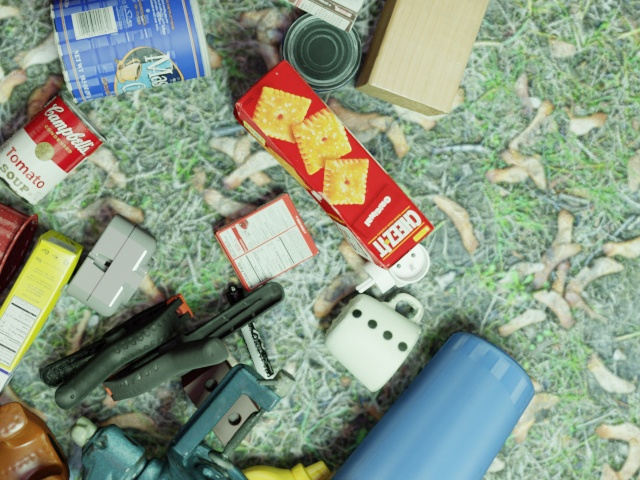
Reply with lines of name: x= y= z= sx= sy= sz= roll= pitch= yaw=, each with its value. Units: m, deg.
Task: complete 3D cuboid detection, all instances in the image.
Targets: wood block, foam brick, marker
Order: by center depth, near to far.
wood block: x=0.116 y=-0.241 z=1.101 sx=0.090 sy=0.091 sz=0.206 roll=19 pitch=92 yaw=-8
foam brick: x=-0.104 y=0.166 z=1.127 sx=0.053 sy=0.051 sz=0.078 roll=-35 pitch=98 yaw=-4
marker: x=-0.074 y=0.104 z=1.142 sx=0.020 sy=0.020 sz=0.121 roll=-21 pitch=97 yaw=-5

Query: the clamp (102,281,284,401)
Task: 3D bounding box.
clamp: x=-0.136 y=0.111 z=1.089 sx=0.210 sy=0.164 sz=0.036 roll=-28 pitch=97 yaw=32

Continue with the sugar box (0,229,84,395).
sugar box: x=-0.300 y=0.078 z=1.075 sx=0.048 sy=0.093 sz=0.176 roll=27 pitch=92 yaw=-8

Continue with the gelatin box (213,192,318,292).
gelatin box: x=-0.058 y=0.001 z=1.130 sx=0.089 sy=0.030 sz=0.073 roll=-29 pitch=99 yaw=-4

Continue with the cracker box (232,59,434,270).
cracker box: x=0.005 y=-0.075 z=1.064 sx=0.072 sy=0.164 sz=0.213 roll=-42 pitch=98 yaw=-1

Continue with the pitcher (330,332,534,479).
pitcher: x=0.116 y=0.223 z=1.113 sx=0.145 sy=0.149 sz=0.242 roll=43 pitch=74 yaw=-11

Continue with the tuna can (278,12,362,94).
tuna can: x=0.000 y=-0.198 z=1.118 sx=0.086 sy=0.034 sz=0.086 roll=-1 pitch=95 yaw=-7

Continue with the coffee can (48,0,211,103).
coffee can: x=-0.187 y=-0.200 z=1.060 sx=0.140 sy=0.103 sz=0.103 roll=-13 pitch=96 yaw=-6

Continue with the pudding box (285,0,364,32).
pudding box: x=0.013 y=-0.283 z=1.093 sx=0.090 sy=0.039 sz=0.113 roll=25 pitch=66 yaw=-7

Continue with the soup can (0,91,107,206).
soup can: x=-0.276 y=-0.092 z=1.076 sx=0.102 sy=0.068 sz=0.068 roll=-42 pitch=98 yaw=-1

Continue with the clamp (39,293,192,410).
clamp: x=-0.206 y=0.113 z=1.080 sx=0.171 sy=0.120 sz=0.039 roll=-33 pitch=112 yaw=-7

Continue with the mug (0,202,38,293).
mug: x=-0.345 y=0.007 z=1.072 sx=0.081 sy=0.093 sz=0.117 roll=26 pitch=120 yaw=-4
